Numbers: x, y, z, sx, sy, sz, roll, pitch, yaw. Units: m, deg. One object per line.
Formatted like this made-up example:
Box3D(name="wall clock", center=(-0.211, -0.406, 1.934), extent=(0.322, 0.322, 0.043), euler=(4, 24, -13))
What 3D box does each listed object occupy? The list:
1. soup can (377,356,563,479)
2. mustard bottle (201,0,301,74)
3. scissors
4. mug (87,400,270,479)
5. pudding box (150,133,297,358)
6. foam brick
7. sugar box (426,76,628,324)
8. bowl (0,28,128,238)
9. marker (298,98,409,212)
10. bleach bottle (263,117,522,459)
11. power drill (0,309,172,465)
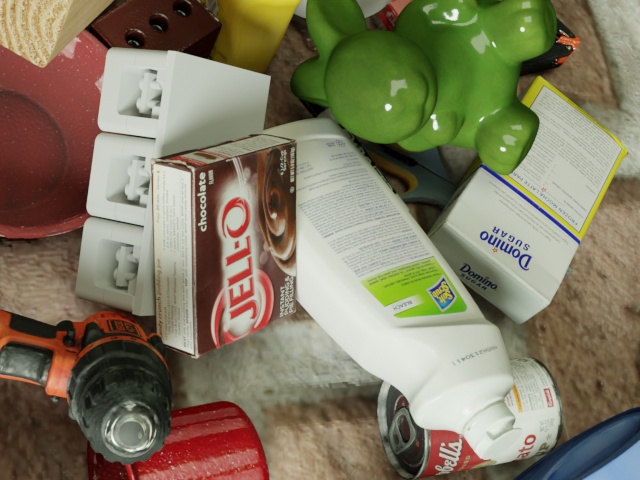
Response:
Box3D(name="soup can", center=(0.097, 0.114, 0.695), extent=(0.102, 0.069, 0.068), euler=(-5, 69, -22))
Box3D(name="mustard bottle", center=(-0.034, -0.196, 0.711), extent=(0.058, 0.192, 0.096), euler=(0, 68, -20))
Box3D(name="scissors", center=(0.102, -0.045, 0.796), extent=(0.201, 0.016, 0.096), euler=(18, 63, -12))
Box3D(name="mug", center=(-0.076, 0.147, 0.604), extent=(0.081, 0.093, 0.117), euler=(-8, 54, -28))
Box3D(name="pudding box", center=(-0.054, 0.001, 0.617), extent=(0.089, 0.039, 0.113), euler=(-22, 117, -51))
Box3D(name="foam brick", center=(-0.116, -0.136, 0.737), extent=(0.053, 0.051, 0.078), euler=(46, 61, 3))
Box3D(name="sugar box", center=(0.151, -0.032, 0.776), extent=(0.093, 0.048, 0.176), euler=(39, 56, -2))
Box3D(name="bowl", center=(-0.196, -0.069, 0.670), extent=(0.161, 0.055, 0.162), euler=(10, 66, -24))
Box3D(name="marker", center=(0.021, -0.064, 0.754), extent=(0.020, 0.020, 0.121), euler=(-30, 80, -28))
Box3D(name="bleach bottle", center=(0.032, 0.031, 0.665), extent=(0.102, 0.068, 0.251), euler=(-20, 56, -26))
Box3D(name="power drill", center=(-0.168, 0.058, 0.532), extent=(0.187, 0.185, 0.057), euler=(15, 91, -15))
